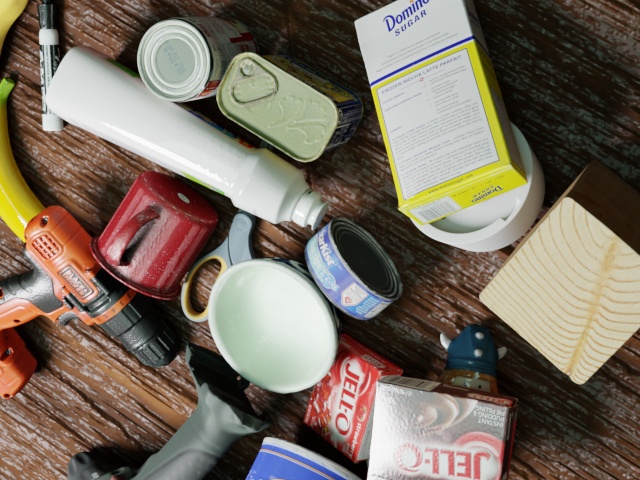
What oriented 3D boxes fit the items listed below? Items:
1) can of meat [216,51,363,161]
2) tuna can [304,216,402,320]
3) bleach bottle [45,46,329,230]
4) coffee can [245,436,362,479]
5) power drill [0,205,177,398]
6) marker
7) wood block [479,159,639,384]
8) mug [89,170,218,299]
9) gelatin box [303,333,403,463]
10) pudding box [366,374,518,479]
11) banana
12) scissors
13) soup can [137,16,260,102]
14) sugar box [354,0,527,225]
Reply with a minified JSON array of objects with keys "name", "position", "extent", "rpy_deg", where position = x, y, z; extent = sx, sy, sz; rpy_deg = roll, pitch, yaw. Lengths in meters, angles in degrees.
[{"name":"can of meat","position":[-0.022,-0.113,0.881],"extent":[0.102,0.083,0.057],"rpy_deg":[32,110,11]},{"name":"tuna can","position":[0.027,0.024,0.891],"extent":[0.034,0.086,0.086],"rpy_deg":[-41,86,23]},{"name":"bleach bottle","position":[-0.106,-0.079,0.911],"extent":[0.251,0.102,0.068],"rpy_deg":[29,93,10]},{"name":"coffee can","position":[-0.033,0.255,0.917],"extent":[0.103,0.103,0.140],"rpy_deg":[22,71,14]},{"name":"power drill","position":[-0.248,0.076,1.006],"extent":[0.188,0.057,0.184],"rpy_deg":[-32,106,24]},{"name":"marker","position":[-0.250,-0.163,0.987],"extent":[0.020,0.020,0.121],"rpy_deg":[4,102,19]},{"name":"wood block","position":[0.193,0.014,0.765],"extent":[0.090,0.205,0.091],"rpy_deg":[42,110,7]},{"name":"mug","position":[-0.148,-0.007,0.934],"extent":[0.093,0.117,0.081],"rpy_deg":[38,106,13]},{"name":"gelatin box","position":[0.027,0.136,0.927],"extent":[0.073,0.030,0.089],"rpy_deg":[31,112,44]},{"name":"pudding box","position":[0.097,0.162,0.859],"extent":[0.114,0.039,0.090],"rpy_deg":[9,99,25]},{"name":"banana","position":[-0.285,-0.052,1.013],"extent":[0.070,0.037,0.198],"rpy_deg":[-24,92,22]},{"name":"scissors","position":[-0.056,0.001,0.954],"extent":[0.096,0.016,0.202],"rpy_deg":[37,110,8]},{"name":"soup can","position":[-0.100,-0.152,0.891],"extent":[0.069,0.102,0.068],"rpy_deg":[4,103,18]},{"name":"sugar box","position":[0.090,-0.109,0.823],"extent":[0.093,0.048,0.176],"rpy_deg":[-22,61,22]}]
